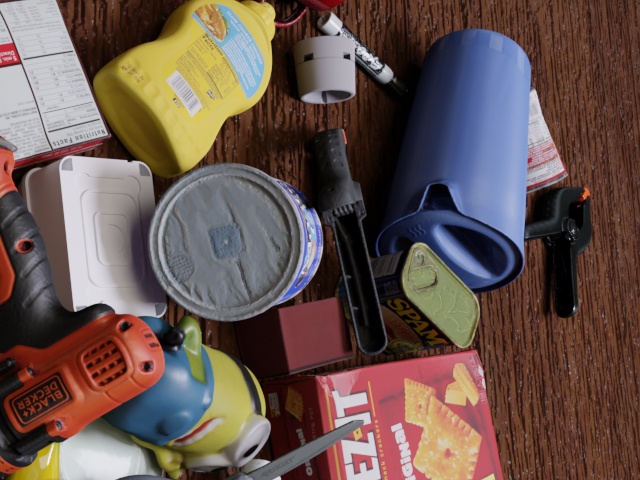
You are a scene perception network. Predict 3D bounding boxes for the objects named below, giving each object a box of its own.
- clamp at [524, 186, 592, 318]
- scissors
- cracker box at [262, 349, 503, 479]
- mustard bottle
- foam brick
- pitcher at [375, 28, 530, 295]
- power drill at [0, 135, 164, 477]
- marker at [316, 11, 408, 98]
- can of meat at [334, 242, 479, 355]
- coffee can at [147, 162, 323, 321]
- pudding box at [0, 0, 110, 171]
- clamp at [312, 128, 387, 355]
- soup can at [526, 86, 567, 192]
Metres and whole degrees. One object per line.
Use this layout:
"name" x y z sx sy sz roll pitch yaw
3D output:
"clamp" 0.259 -0.011 1.181 0.120 0.039 0.171 52 41 -28
"scissors" -0.071 0.158 0.712 0.201 0.016 0.096 -40 118 -3
"cracker box" 0.062 0.183 0.893 0.213 0.072 0.164 -2 79 -46
"mustard bottle" -0.090 -0.138 0.840 0.096 0.058 0.191 55 46 -18
"foam brick" -0.021 0.078 0.852 0.078 0.053 0.051 -8 84 -48
"pitcher" 0.137 -0.074 1.020 0.145 0.149 0.242 25 56 -19
"power drill" -0.206 0.044 0.621 0.187 0.184 0.057 61 4 4
"marker" 0.043 -0.174 1.018 0.121 0.020 0.020 37 54 -33
"can of meat" 0.075 0.055 0.935 0.102 0.084 0.057 43 51 -29
"coffee can" -0.055 0.001 0.756 0.140 0.103 0.103 -1 76 -84
"pudding box" -0.204 -0.107 0.725 0.089 0.039 0.113 -23 95 -48
"clamp" 0.016 -0.033 0.864 0.164 0.036 0.210 75 4 -46
"soup can" 0.214 -0.105 1.140 0.068 0.069 0.102 -27 98 -47
